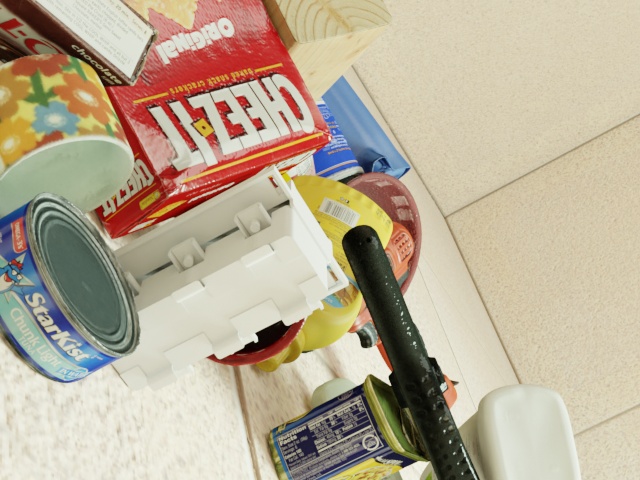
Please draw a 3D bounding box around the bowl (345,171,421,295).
[{"bbox_3d":[0.033,0.006,1.116,0.055,0.162,0.162,14,-31,46],"label":"bowl"}]

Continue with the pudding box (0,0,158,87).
[{"bbox_3d":[-0.151,-0.121,0.534,0.090,0.039,0.113,7,-22,45],"label":"pudding box"}]

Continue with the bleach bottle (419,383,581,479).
[{"bbox_3d":[0.117,0.197,0.842,0.251,0.068,0.102,122,-35,-61],"label":"bleach bottle"}]

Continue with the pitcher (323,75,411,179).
[{"bbox_3d":[-0.018,-0.139,1.231,0.243,0.149,0.144,57,22,5],"label":"pitcher"}]

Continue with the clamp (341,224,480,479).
[{"bbox_3d":[0.064,0.090,0.728,0.164,0.036,0.210,59,9,-70],"label":"clamp"}]

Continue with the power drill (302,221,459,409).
[{"bbox_3d":[0.047,0.099,0.949,0.184,0.057,0.187,-41,117,-42],"label":"power drill"}]

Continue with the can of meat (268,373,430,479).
[{"bbox_3d":[0.020,0.142,0.746,0.057,0.084,0.102,66,11,24],"label":"can of meat"}]

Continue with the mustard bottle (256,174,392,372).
[{"bbox_3d":[-0.011,0.031,0.843,0.096,0.058,0.191,28,43,-2],"label":"mustard bottle"}]

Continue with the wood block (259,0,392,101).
[{"bbox_3d":[-0.047,-0.144,0.827,0.206,0.090,0.091,-38,-105,55],"label":"wood block"}]

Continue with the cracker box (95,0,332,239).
[{"bbox_3d":[-0.105,-0.128,0.679,0.163,0.072,0.214,-25,86,-48],"label":"cracker box"}]

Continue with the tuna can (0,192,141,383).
[{"bbox_3d":[-0.122,0.023,0.498,0.086,0.034,0.086,59,10,-18],"label":"tuna can"}]
